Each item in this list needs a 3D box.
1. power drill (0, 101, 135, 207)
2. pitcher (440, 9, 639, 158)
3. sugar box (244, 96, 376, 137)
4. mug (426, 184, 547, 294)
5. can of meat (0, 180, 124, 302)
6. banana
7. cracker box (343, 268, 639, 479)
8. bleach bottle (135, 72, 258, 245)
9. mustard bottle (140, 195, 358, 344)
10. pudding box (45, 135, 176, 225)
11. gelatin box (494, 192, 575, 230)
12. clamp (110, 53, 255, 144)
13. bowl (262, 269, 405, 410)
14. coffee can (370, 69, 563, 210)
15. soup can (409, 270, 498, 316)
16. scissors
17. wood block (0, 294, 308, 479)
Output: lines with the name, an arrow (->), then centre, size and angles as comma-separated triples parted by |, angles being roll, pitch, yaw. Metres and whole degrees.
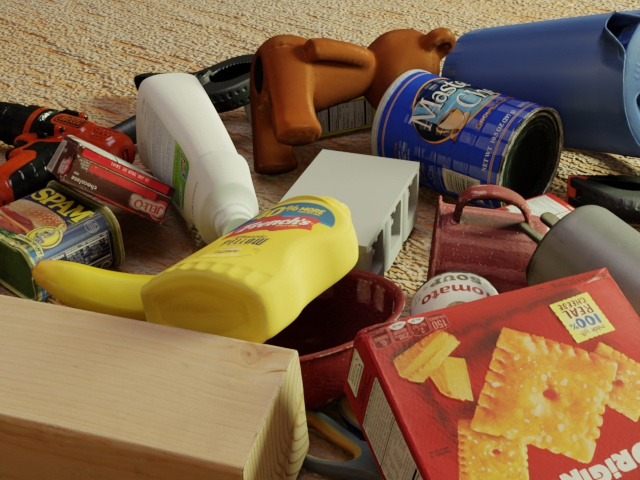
power drill -> -0.297, -0.075, 1.003 | 0.185, 0.057, 0.187 | 16, 34, 28
pitcher -> 0.237, -0.141, 1.004 | 0.144, 0.149, 0.243 | -15, 16, -35
sugar box -> 0.014, -0.149, 1.131 | 0.176, 0.048, 0.093 | -15, 32, -15
mug -> 0.123, 0.008, 0.788 | 0.081, 0.117, 0.093 | 7, 38, 5
can of meat -> -0.225, 0.001, 0.870 | 0.102, 0.057, 0.083 | 25, 41, 37
banana -> -0.116, 0.030, 0.807 | 0.198, 0.069, 0.037 | -12, -1, 2
cracker box -> 0.127, 0.126, 0.566 | 0.164, 0.072, 0.214 | -12, 50, -16
bleach bottle -> -0.104, -0.058, 0.922 | 0.068, 0.102, 0.251 | -8, 31, -18
mustard bottle -> -0.029, 0.012, 0.719 | 0.096, 0.058, 0.191 | -3, 18, 30
pudding box -> -0.179, -0.052, 0.907 | 0.090, 0.039, 0.114 | 26, 1, -22
gelatin box -> 0.179, -0.002, 0.885 | 0.089, 0.030, 0.073 | -17, 35, -25
clamp -> -0.125, -0.159, 1.114 | 0.210, 0.036, 0.164 | -17, 30, 9
bowl -> -0.020, 0.071, 0.721 | 0.162, 0.055, 0.162 | -7, 18, 2
coffee can -> 0.131, -0.088, 0.962 | 0.140, 0.103, 0.102 | 24, 38, 36
soup can -> 0.095, 0.074, 0.719 | 0.068, 0.068, 0.102 | 1, 29, 3
scissors -> 0.062, 0.140, 0.656 | 0.202, 0.016, 0.096 | 20, 38, 33
wood block -> -0.120, 0.107, 0.635 | 0.206, 0.090, 0.090 | 9, 43, 17
